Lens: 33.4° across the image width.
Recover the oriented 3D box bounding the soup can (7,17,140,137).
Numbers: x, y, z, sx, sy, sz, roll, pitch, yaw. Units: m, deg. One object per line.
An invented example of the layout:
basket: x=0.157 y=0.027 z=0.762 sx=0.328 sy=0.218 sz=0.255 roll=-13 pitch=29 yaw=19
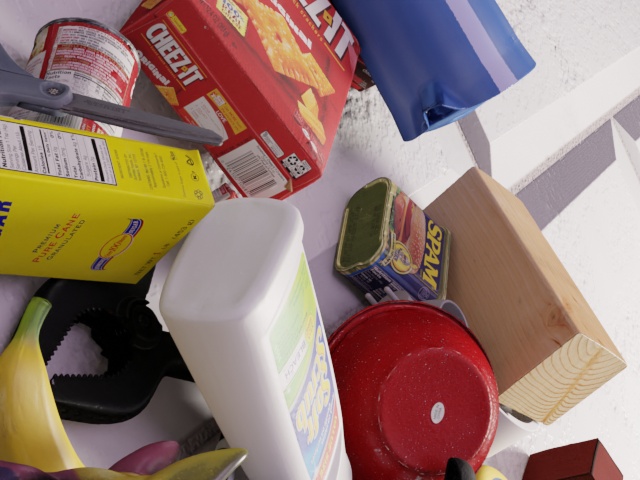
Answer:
soup can: x=-0.153 y=-0.076 z=0.648 sx=0.068 sy=0.069 sz=0.102 roll=38 pitch=45 yaw=-37

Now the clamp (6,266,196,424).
clamp: x=-0.111 y=0.061 z=0.655 sx=0.164 sy=0.036 sz=0.209 roll=57 pitch=34 yaw=-5

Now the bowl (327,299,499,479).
bowl: x=0.073 y=0.124 z=0.789 sx=0.162 sy=0.055 sz=0.162 roll=2 pitch=85 yaw=-20

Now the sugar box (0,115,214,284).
sugar box: x=-0.154 y=-0.020 z=0.565 sx=0.175 sy=0.093 sz=0.048 roll=4 pitch=56 yaw=-43

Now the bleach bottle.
bleach bottle: x=-0.023 y=0.098 z=0.672 sx=0.102 sy=0.068 sz=0.251 roll=-67 pitch=150 yaw=-41

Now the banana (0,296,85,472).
banana: x=-0.127 y=0.126 z=0.571 sx=0.069 sy=0.037 sz=0.198 roll=-38 pitch=125 yaw=-25

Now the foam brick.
foam brick: x=0.238 y=0.230 z=1.011 sx=0.053 sy=0.078 sz=0.051 roll=54 pitch=37 yaw=-16

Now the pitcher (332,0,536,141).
pitcher: x=0.076 y=-0.221 z=0.930 sx=0.145 sy=0.149 sz=0.243 roll=-33 pitch=98 yaw=-12

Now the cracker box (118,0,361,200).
cracker box: x=-0.049 y=-0.148 z=0.805 sx=0.164 sy=0.072 sz=0.213 roll=52 pitch=29 yaw=-23

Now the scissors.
scissors: x=-0.158 y=-0.093 z=0.603 sx=0.201 sy=0.016 sz=0.096 roll=3 pitch=44 yaw=-15

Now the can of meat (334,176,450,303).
can of meat: x=0.062 y=0.008 z=0.910 sx=0.083 sy=0.058 sz=0.102 roll=40 pitch=42 yaw=-30

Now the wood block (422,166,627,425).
wood block: x=0.166 y=0.045 z=0.936 sx=0.090 sy=0.091 sz=0.206 roll=30 pitch=26 yaw=-42
